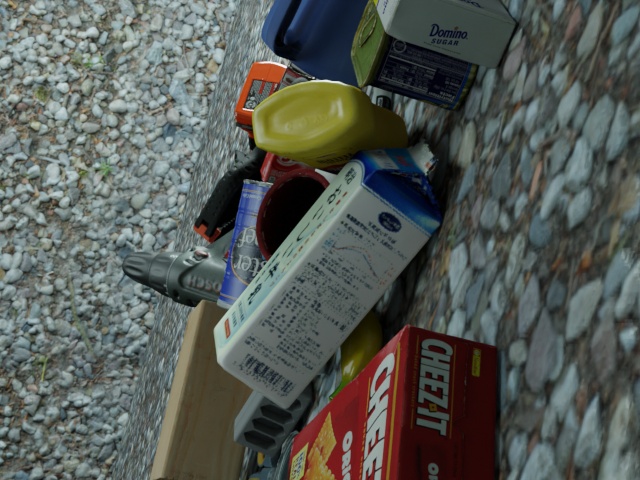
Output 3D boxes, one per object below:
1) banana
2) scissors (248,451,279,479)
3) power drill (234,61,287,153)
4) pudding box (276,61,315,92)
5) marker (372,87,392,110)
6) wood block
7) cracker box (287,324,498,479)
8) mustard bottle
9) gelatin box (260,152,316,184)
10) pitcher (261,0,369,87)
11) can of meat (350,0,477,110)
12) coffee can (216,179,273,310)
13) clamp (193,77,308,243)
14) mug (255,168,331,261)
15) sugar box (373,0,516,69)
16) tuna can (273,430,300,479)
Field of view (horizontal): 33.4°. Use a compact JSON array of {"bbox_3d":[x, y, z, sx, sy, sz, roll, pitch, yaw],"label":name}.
[{"bbox_3d":[0.013,0.075,0.927,0.198,0.069,0.037,-125,10,-67],"label":"banana"},{"bbox_3d":[-0.045,0.228,1.105,0.202,0.016,0.096,128,155,-60],"label":"scissors"},{"bbox_3d":[-0.067,-0.155,1.462,0.187,0.057,0.184,83,-163,-56],"label":"power drill"},{"bbox_3d":[-0.018,-0.213,1.278,0.090,0.039,0.113,120,171,-57],"label":"pudding box"},{"bbox_3d":[0.057,-0.103,1.053,0.020,0.020,0.121,124,158,-55],"label":"marker"},{"bbox_3d":[-0.127,0.187,1.244,0.091,0.090,0.206,135,148,-67],"label":"wood block"},{"bbox_3d":[0.035,0.174,0.692,0.214,0.072,0.164,125,157,-54],"label":"cracker box"},{"bbox_3d":[0.023,-0.089,0.932,0.191,0.096,0.058,13,-113,-66],"label":"mustard bottle"},{"bbox_3d":[-0.014,-0.094,1.188,0.030,0.089,0.073,-107,32,-49],"label":"gelatin box"},{"bbox_3d":[0.044,-0.277,1.053,0.149,0.145,0.243,-83,17,-46],"label":"pitcher"},{"bbox_3d":[0.076,-0.153,0.880,0.102,0.084,0.057,-98,26,-61],"label":"can of meat"},{"bbox_3d":[-0.048,0.013,1.163,0.103,0.102,0.140,-168,90,-78],"label":"coffee can"},{"bbox_3d":[-0.066,-0.080,1.255,0.210,0.036,0.164,-51,-19,-4],"label":"clamp"},{"bbox_3d":[0.008,-0.004,0.969,0.093,0.081,0.117,-54,51,15],"label":"mug"},{"bbox_3d":[0.089,-0.196,0.855,0.176,0.093,0.048,-95,23,-59],"label":"sugar box"},{"bbox_3d":[-0.016,0.216,0.953,0.086,0.033,0.086,-165,90,-78],"label":"tuna can"}]
